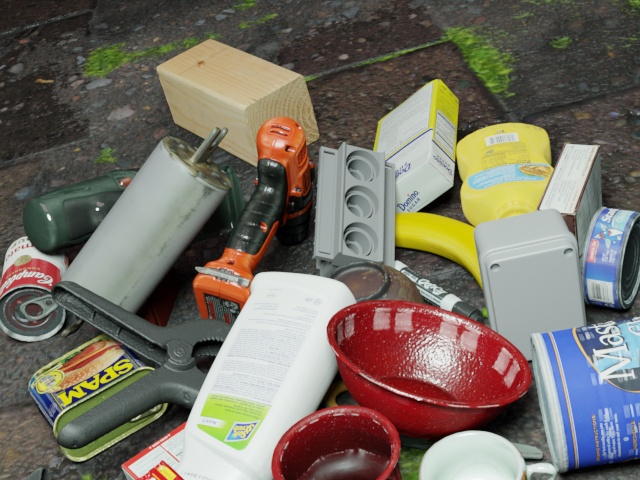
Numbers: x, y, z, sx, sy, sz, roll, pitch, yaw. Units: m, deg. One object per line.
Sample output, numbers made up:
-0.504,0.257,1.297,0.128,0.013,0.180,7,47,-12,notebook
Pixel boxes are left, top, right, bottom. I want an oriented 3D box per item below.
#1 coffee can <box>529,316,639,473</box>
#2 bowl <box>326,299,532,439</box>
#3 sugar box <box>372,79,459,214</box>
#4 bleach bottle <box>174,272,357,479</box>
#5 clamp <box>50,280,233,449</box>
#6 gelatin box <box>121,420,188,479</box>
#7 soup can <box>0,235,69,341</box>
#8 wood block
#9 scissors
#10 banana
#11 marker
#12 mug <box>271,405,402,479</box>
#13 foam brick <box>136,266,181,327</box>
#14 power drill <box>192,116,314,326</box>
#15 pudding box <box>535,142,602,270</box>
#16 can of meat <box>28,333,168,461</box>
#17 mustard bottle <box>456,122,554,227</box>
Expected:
0.231,0.106,0.774,0.140,0.103,0.103,-11,34,7,coffee can
0.078,0.106,0.828,0.162,0.055,0.162,10,22,-4,bowl
0.099,-0.094,1.137,0.093,0.048,0.176,-36,26,31,sugar box
-0.059,0.133,0.830,0.103,0.068,0.250,3,44,31,bleach bottle
-0.126,0.112,0.893,0.209,0.036,0.164,10,44,-16,clamp
-0.104,0.189,0.852,0.073,0.030,0.089,-32,38,-26,gelatin box
-0.295,0.047,1.099,0.068,0.068,0.102,-15,33,0,soup can
-0.104,-0.172,1.320,0.090,0.090,0.206,-33,38,-23,wood block
0.076,0.144,0.860,0.202,0.016,0.096,-5,35,14,scissors
0.118,0.007,1.021,0.069,0.037,0.198,-29,36,-23,banana
0.105,0.049,0.981,0.020,0.020,0.121,-31,37,-22,marker
0.028,0.183,0.763,0.117,0.081,0.093,13,43,36,mug
-0.178,0.051,1.060,0.051,0.053,0.078,-6,34,14,foam brick
-0.057,0.001,1.015,0.057,0.184,0.187,13,60,12,power drill
0.229,-0.022,0.972,0.039,0.090,0.113,3,38,24,pudding box
-0.199,0.135,0.945,0.102,0.057,0.084,-29,33,-21,can of meat
0.185,-0.051,1.045,0.096,0.058,0.191,-7,29,8,mustard bottle
